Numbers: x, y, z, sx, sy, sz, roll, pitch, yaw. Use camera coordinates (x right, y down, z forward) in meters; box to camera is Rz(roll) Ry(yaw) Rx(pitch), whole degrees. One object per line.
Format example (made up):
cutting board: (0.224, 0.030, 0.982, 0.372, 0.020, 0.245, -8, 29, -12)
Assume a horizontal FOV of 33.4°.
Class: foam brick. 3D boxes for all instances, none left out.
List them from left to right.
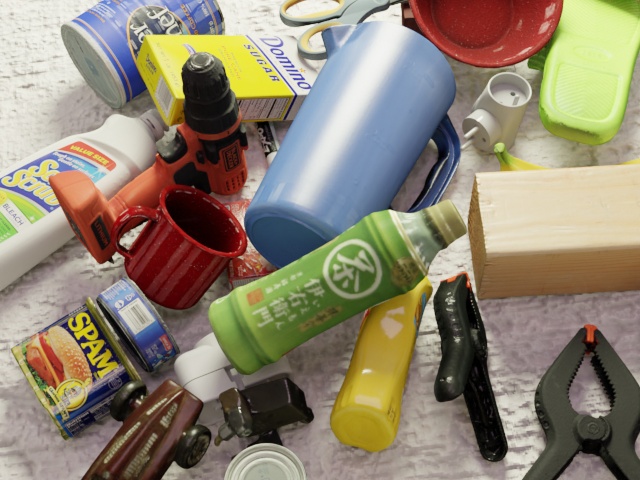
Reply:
foam brick: (0.126, -0.244, 1.155, 0.078, 0.051, 0.053, -2, 60, 2)

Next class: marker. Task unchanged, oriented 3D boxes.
marker: (-0.052, -0.100, 1.095, 0.020, 0.020, 0.121, -14, 59, -6)

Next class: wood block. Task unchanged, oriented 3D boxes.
wood block: (0.246, -0.009, 0.986, 0.206, 0.091, 0.090, -3, 60, 0)

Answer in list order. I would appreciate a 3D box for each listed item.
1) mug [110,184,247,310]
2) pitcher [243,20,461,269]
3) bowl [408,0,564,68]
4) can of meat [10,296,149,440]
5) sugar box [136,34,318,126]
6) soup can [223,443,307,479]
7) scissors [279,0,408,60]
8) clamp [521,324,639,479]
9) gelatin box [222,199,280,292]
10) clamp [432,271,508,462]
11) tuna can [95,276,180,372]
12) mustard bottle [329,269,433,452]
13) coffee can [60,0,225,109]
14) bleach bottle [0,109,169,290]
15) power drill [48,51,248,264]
mug: (-0.136, 0.006, 0.973, 0.117, 0.082, 0.093, 21, 31, -34)
pitcher: (0.034, -0.076, 1.006, 0.149, 0.145, 0.242, 16, 56, 20)
bowl: (0.163, -0.246, 1.091, 0.162, 0.055, 0.162, 1, 81, -7)
can of meat: (-0.216, 0.115, 0.953, 0.084, 0.057, 0.102, -32, 62, -12)
sugar box: (-0.087, -0.165, 1.081, 0.175, 0.048, 0.093, -9, 56, -31)
soup can: (-0.040, 0.212, 0.860, 0.068, 0.102, 0.068, -1, 59, 2)
scissors: (0.056, -0.233, 1.116, 0.202, 0.016, 0.096, -3, 62, 6)
clamp: (0.240, 0.173, 0.909, 0.164, 0.036, 0.210, 10, 60, 9)
gelatin box: (-0.057, 0.001, 1.028, 0.073, 0.030, 0.089, -8, 60, -3)
clamp: (0.130, 0.106, 0.934, 0.039, 0.120, 0.171, -13, 38, 18)
tuna can: (-0.164, 0.076, 0.956, 0.033, 0.086, 0.086, -36, 64, -16)
mustard bottle: (0.060, 0.082, 0.936, 0.058, 0.096, 0.191, 14, 61, 7)
coffee can: (-0.186, -0.219, 1.123, 0.140, 0.103, 0.103, -38, 65, -19)
bleach bottle: (-0.259, -0.054, 1.052, 0.250, 0.068, 0.103, -40, 68, -22)
power drill: (-0.152, -0.072, 0.986, 0.187, 0.184, 0.057, -33, 59, -16)
